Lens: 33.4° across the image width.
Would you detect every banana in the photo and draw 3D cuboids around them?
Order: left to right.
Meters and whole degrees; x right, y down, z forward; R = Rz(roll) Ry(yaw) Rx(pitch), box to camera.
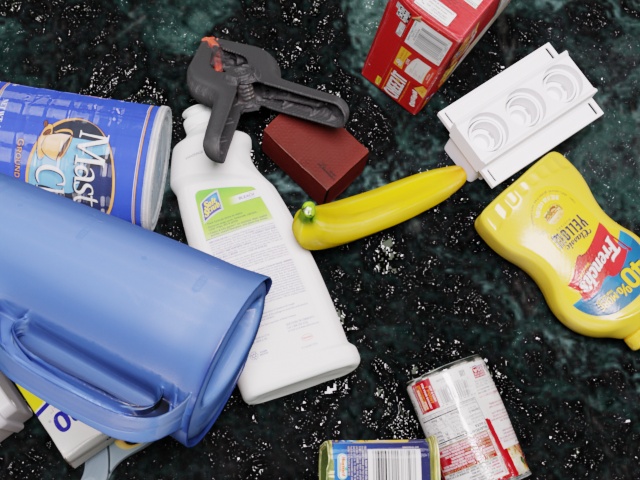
[{"bbox_3d":[0.041,-0.024,0.880,0.197,0.070,0.037,-18,87,-43],"label":"banana"}]

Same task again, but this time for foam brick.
[{"bbox_3d":[-0.005,-0.077,0.910,0.053,0.051,0.078,-43,82,-13],"label":"foam brick"}]

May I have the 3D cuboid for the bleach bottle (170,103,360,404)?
[{"bbox_3d":[-0.056,0.001,0.880,0.102,0.068,0.251,-17,75,-9],"label":"bleach bottle"}]

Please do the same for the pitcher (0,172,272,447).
[{"bbox_3d":[-0.169,0.044,0.761,0.243,0.149,0.145,24,79,8],"label":"pitcher"}]

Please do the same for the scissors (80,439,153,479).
[{"bbox_3d":[-0.193,0.178,0.843,0.096,0.016,0.201,35,74,7],"label":"scissors"}]

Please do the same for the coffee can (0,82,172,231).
[{"bbox_3d":[-0.198,-0.068,0.863,0.140,0.103,0.103,9,74,-3],"label":"coffee can"}]

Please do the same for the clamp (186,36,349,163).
[{"bbox_3d":[-0.052,-0.124,0.880,0.120,0.039,0.171,-8,40,-14],"label":"clamp"}]

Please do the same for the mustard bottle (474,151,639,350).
[{"bbox_3d":[0.227,0.024,0.900,0.096,0.058,0.192,-40,82,-13],"label":"mustard bottle"}]

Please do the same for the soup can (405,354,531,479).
[{"bbox_3d":[0.117,0.150,0.852,0.068,0.068,0.102,-19,77,-10],"label":"soup can"}]

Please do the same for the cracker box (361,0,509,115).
[{"bbox_3d":[0.133,-0.228,0.904,0.072,0.164,0.213,38,75,3],"label":"cracker box"}]

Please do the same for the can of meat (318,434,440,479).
[{"bbox_3d":[0.043,0.181,0.820,0.084,0.102,0.057,1,75,-3],"label":"can of meat"}]
